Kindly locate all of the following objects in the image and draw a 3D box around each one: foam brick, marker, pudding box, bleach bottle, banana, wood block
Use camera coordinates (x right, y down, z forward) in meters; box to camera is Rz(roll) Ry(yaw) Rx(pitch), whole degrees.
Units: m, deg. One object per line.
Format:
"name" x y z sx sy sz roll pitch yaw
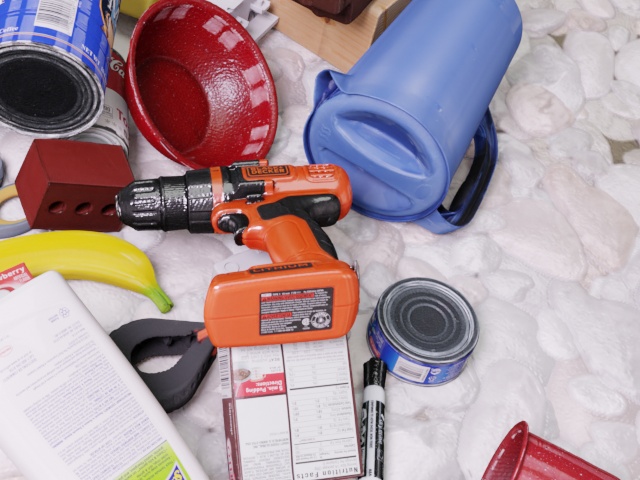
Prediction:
"foam brick" -0.193 -0.043 0.847 0.078 0.053 0.051 1 49 -35
"marker" 0.038 0.138 0.788 0.020 0.020 0.121 10 49 -6
"pudding box" -0.022 0.116 0.750 0.090 0.039 0.113 -3 84 -18
"bleach bottle" -0.135 0.146 0.676 0.102 0.068 0.251 -35 86 -25
"banana" -0.212 0.025 0.808 0.197 0.037 0.069 -3 51 -16
"wood block" -0.010 -0.260 1.061 0.206 0.091 0.090 35 52 15

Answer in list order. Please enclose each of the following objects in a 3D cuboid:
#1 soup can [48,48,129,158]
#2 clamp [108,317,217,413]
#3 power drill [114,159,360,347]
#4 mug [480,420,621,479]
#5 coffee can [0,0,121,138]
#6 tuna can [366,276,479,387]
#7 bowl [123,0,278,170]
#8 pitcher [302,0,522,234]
"soup can" -0.196 -0.110 0.904 0.068 0.069 0.102 1 51 -13
"clamp" -0.144 0.108 0.754 0.171 0.039 0.120 -16 58 -19
"power drill" -0.055 0.001 0.775 0.184 0.057 0.188 -6 33 -8
"mug" 0.151 0.194 0.732 0.081 0.093 0.117 27 80 2
"coffee can" -0.213 -0.166 0.840 0.102 0.103 0.140 7 53 -9
"tuna can" 0.081 0.071 0.845 0.086 0.034 0.086 7 50 -8
"bowl" -0.112 -0.125 0.917 0.161 0.055 0.162 17 66 -42
"pitcher" 0.100 -0.131 0.958 0.145 0.149 0.242 19 49 18
